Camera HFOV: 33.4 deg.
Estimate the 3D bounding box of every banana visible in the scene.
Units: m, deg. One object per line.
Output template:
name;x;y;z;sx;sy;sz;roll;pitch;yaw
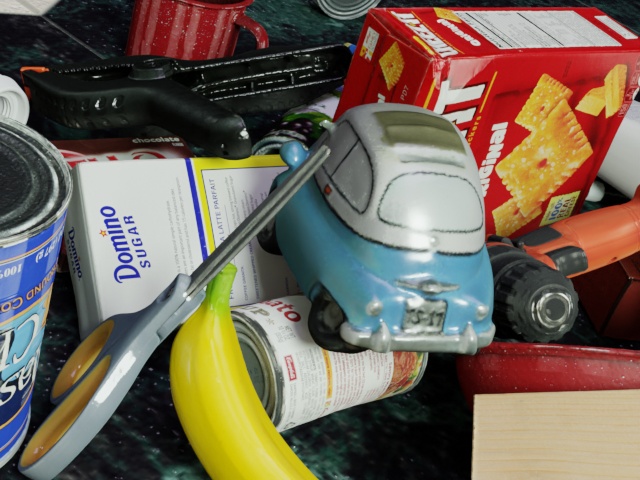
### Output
banana;-0.014;0.106;0.486;0.198;0.070;0.037;53;35;10

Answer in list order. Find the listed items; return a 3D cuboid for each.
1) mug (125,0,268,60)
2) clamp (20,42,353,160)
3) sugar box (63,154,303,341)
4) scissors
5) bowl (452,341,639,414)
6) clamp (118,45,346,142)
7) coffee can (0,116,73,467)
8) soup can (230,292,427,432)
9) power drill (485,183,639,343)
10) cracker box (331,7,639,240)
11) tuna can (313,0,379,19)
mug;-0.093;-0.160;0.818;0.117;0.082;0.093;26;34;10
clamp;-0.099;-0.088;0.653;0.210;0.036;0.164;2;25;17
sugar box;-0.054;0.001;0.607;0.175;0.048;0.093;-5;80;-30
scissors;-0.071;0.026;0.493;0.016;0.202;0.096;39;4;-20
bowl;0.143;0.089;0.566;0.162;0.055;0.162;5;-9;1
clamp;-0.070;-0.112;0.759;0.171;0.039;0.120;-14;36;-16
coffee can;-0.169;0.025;0.462;0.102;0.140;0.103;13;34;-9
soup can;-0.003;0.060;0.562;0.102;0.069;0.069;-11;44;-39
power drill;0.159;0.007;0.622;0.187;0.057;0.184;-15;10;-11
cracker box;0.107;-0.068;0.716;0.213;0.164;0.072;-10;41;-37
tuna can;0.025;-0.256;1.012;0.085;0.086;0.034;-5;39;-33
